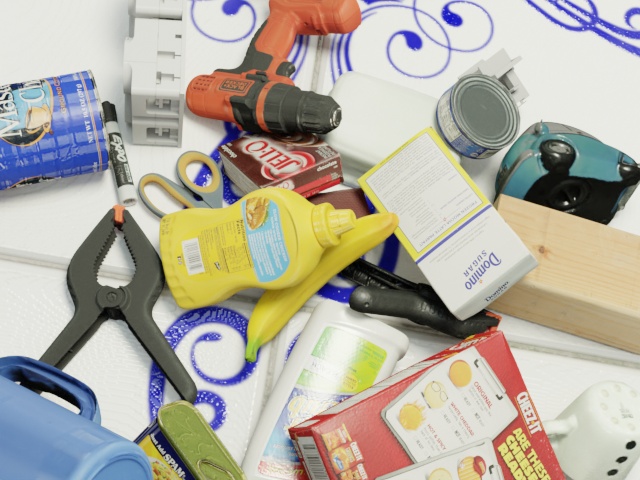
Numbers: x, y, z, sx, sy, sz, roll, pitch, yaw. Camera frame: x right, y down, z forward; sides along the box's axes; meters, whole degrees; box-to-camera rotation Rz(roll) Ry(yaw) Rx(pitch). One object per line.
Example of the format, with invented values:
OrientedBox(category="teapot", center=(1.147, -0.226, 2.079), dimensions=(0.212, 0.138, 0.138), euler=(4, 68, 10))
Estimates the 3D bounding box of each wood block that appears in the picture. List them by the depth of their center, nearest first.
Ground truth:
OrientedBox(category="wood block", center=(0.260, 0.037, 1.080), dimensions=(0.206, 0.090, 0.090), euler=(17, 65, -1))

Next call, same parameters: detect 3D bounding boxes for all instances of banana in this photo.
OrientedBox(category="banana", center=(-0.006, 0.038, 1.033), dimensions=(0.198, 0.037, 0.070), euler=(-45, 36, 1))

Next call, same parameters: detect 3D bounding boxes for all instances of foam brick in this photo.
OrientedBox(category="foam brick", center=(0.009, -0.016, 1.086), dimensions=(0.078, 0.051, 0.053), euler=(-8, 66, -13))

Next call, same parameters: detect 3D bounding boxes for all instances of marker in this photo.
OrientedBox(category="marker", center=(-0.211, -0.092, 1.106), dimensions=(0.020, 0.020, 0.121), euler=(-12, 68, -14))

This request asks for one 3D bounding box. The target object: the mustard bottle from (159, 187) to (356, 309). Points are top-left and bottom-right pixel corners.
OrientedBox(category="mustard bottle", center=(-0.056, 0.001, 1.009), dimensions=(0.192, 0.058, 0.096), euler=(-14, 85, 22))

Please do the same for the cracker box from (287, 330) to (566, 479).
OrientedBox(category="cracker box", center=(0.097, 0.198, 0.955), dimensions=(0.213, 0.072, 0.164), euler=(-23, 90, -26))

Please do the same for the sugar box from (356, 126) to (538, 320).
OrientedBox(category="sugar box", center=(0.121, -0.018, 1.029), dimensions=(0.093, 0.048, 0.176), euler=(-38, 63, 9))

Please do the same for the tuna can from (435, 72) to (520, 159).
OrientedBox(category="tuna can", center=(0.163, -0.128, 1.109), dimensions=(0.086, 0.034, 0.086), euler=(10, 67, -24))

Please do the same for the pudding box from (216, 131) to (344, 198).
OrientedBox(category="pudding box", center=(-0.042, -0.077, 1.085), dimensions=(0.090, 0.039, 0.114), euler=(-23, 33, -19))

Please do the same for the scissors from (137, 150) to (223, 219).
OrientedBox(category="scissors", center=(-0.091, -0.023, 1.095), dimensions=(0.202, 0.016, 0.096), euler=(29, 63, 4))

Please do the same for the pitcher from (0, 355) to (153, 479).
OrientedBox(category="pitcher", center=(-0.250, 0.172, 0.864), dimensions=(0.243, 0.144, 0.149), euler=(14, 79, 31))

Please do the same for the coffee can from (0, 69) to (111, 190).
OrientedBox(category="coffee can", center=(-0.287, -0.107, 1.055), dimensions=(0.140, 0.103, 0.103), euler=(-13, 68, -15))

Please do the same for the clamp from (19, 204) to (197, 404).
OrientedBox(category="clamp", center=(-0.208, 0.066, 1.023), dimensions=(0.164, 0.036, 0.210), euler=(-5, 66, -8))

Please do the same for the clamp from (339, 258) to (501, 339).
OrientedBox(category="clamp", center=(0.095, 0.064, 1.039), dimensions=(0.171, 0.039, 0.120), euler=(19, 20, -1))

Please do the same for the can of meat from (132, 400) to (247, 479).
OrientedBox(category="can of meat", center=(-0.127, 0.207, 0.937), dimensions=(0.084, 0.057, 0.102), euler=(-46, 73, 22))

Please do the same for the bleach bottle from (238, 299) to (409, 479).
OrientedBox(category="bleach bottle", center=(-0.009, 0.184, 0.985), dimensions=(0.102, 0.068, 0.250), euler=(26, 67, -2))

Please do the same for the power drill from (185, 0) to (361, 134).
OrientedBox(category="power drill", center=(-0.029, -0.190, 1.127), dimensions=(0.185, 0.057, 0.187), euler=(14, 56, 28))
